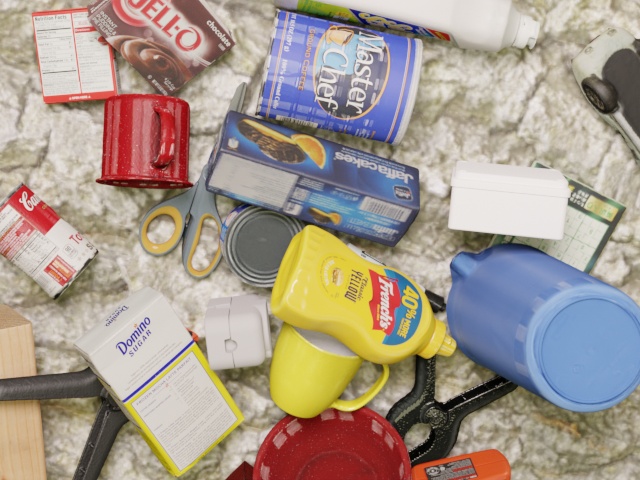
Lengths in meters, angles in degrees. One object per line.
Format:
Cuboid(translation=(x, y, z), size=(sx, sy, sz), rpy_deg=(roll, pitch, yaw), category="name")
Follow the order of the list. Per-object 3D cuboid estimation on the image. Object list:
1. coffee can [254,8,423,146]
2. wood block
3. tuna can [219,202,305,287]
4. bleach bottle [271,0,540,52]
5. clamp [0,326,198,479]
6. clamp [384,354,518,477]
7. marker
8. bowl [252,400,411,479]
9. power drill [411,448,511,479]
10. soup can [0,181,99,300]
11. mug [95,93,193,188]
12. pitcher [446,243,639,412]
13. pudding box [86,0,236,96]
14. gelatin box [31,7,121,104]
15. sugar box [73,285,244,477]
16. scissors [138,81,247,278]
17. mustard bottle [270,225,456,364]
Cuboid(translation=(0.016, -0.153, 1.007), size=(0.140, 0.103, 0.103), rpy_deg=(11, 101, -4), category="coffee can")
Cuboid(translation=(-0.332, 0.178, 1.058), size=(0.090, 0.091, 0.206), rpy_deg=(-10, 104, -32), category="wood block")
Cuboid(translation=(-0.057, 0.001, 1.065), size=(0.086, 0.034, 0.086), rpy_deg=(-3, 103, -13), category="tuna can")
Cuboid(translation=(0.083, -0.224, 0.994), size=(0.250, 0.102, 0.068), rpy_deg=(13, 91, -4), category="bleach bottle")
Cuboid(translation=(-0.207, 0.161, 1.062), size=(0.209, 0.036, 0.164), rpy_deg=(-30, 117, -23), category="clamp")
Cuboid(translation=(0.129, 0.178, 1.115), size=(0.120, 0.039, 0.171), rpy_deg=(23, 103, -2), category="clamp")
Cuboid(translation=(0.076, 0.040, 1.093), size=(0.121, 0.020, 0.020), rpy_deg=(30, 99, -8), category="marker")
Cuboid(translation=(0.014, 0.248, 1.092), size=(0.162, 0.055, 0.162), rpy_deg=(-3, 58, 5), category="bowl")
Cuboid(translation=(0.170, 0.314, 1.122), size=(0.184, 0.057, 0.187), rpy_deg=(-12, 112, -4), category="power drill")
Cuboid(translation=(-0.278, 0.001, 1.048), size=(0.102, 0.068, 0.068), rpy_deg=(43, 97, -10), category="soup can")
Cuboid(translation=(-0.161, -0.094, 1.006), size=(0.093, 0.117, 0.081), rpy_deg=(3, 87, -23), category="mug")
Cuboid(translation=(0.213, 0.084, 0.976), size=(0.149, 0.243, 0.145), rpy_deg=(-3, 95, -6), category="pitcher")
Cuboid(translation=(-0.149, -0.202, 1.000), size=(0.090, 0.039, 0.113), rpy_deg=(-36, 127, 12), category="pudding box")
Cuboid(translation=(-0.234, -0.179, 1.030), size=(0.073, 0.030, 0.089), rpy_deg=(-5, 102, 0), category="gelatin box")
Cuboid(translation=(-0.155, 0.138, 1.041), size=(0.093, 0.048, 0.176), rpy_deg=(-40, 120, -21), category="sugar box")
Cuboid(translation=(-0.129, -0.062, 1.066), size=(0.096, 0.016, 0.202), rpy_deg=(5, 102, -3), category="scissors")
Cuboid(translation=(0.050, 0.067, 1.042), size=(0.191, 0.058, 0.096), rpy_deg=(27, 56, -16), category="mustard bottle")
